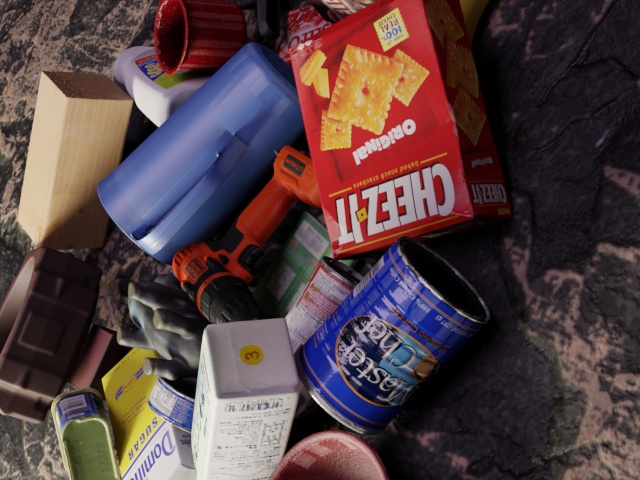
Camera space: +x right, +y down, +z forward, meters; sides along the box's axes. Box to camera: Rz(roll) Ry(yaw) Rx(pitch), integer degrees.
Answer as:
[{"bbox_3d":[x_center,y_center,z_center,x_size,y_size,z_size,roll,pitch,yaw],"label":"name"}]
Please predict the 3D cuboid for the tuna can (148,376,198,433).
[{"bbox_3d":[-0.130,0.166,1.080,0.086,0.086,0.034,29,96,50],"label":"tuna can"}]

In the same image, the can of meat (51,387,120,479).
[{"bbox_3d":[-0.254,0.222,1.161,0.084,0.057,0.102,-147,47,-69],"label":"can of meat"}]

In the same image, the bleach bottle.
[{"bbox_3d":[-0.200,-0.194,1.329,0.251,0.102,0.068,34,139,50],"label":"bleach bottle"}]

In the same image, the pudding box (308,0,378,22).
[{"bbox_3d":[0.028,-0.258,1.087,0.090,0.113,0.039,9,76,26],"label":"pudding box"}]

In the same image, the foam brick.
[{"bbox_3d":[-0.248,0.144,1.241,0.051,0.052,0.078,20,86,50],"label":"foam brick"}]

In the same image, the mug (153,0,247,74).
[{"bbox_3d":[-0.141,-0.247,1.238,0.093,0.081,0.117,-55,48,45],"label":"mug"}]

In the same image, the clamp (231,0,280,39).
[{"bbox_3d":[-0.047,-0.317,1.261,0.164,0.036,0.210,-48,32,-2],"label":"clamp"}]

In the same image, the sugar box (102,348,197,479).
[{"bbox_3d":[-0.180,0.197,1.148,0.093,0.048,0.176,-44,43,23],"label":"sugar box"}]

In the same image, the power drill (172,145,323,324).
[{"bbox_3d":[-0.057,0.001,1.062,0.187,0.057,0.185,-46,34,-3],"label":"power drill"}]

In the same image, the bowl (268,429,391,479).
[{"bbox_3d":[0.017,0.246,0.906,0.162,0.055,0.162,-23,55,38],"label":"bowl"}]

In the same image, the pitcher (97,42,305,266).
[{"bbox_3d":[-0.117,-0.091,1.155,0.243,0.144,0.149,-44,63,14],"label":"pitcher"}]

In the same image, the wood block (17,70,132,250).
[{"bbox_3d":[-0.312,-0.100,1.348,0.091,0.090,0.206,41,123,44],"label":"wood block"}]

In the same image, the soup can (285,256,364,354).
[{"bbox_3d":[0.003,0.075,0.997,0.102,0.068,0.069,-57,41,9],"label":"soup can"}]

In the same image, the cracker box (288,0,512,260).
[{"bbox_3d":[0.066,-0.102,0.965,0.164,0.071,0.214,-18,80,41],"label":"cracker box"}]

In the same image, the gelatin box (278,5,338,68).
[{"bbox_3d":[-0.005,-0.227,1.186,0.089,0.030,0.073,-4,68,46],"label":"gelatin box"}]

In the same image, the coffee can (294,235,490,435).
[{"bbox_3d":[0.060,0.081,0.908,0.140,0.102,0.103,-49,43,17],"label":"coffee can"}]
